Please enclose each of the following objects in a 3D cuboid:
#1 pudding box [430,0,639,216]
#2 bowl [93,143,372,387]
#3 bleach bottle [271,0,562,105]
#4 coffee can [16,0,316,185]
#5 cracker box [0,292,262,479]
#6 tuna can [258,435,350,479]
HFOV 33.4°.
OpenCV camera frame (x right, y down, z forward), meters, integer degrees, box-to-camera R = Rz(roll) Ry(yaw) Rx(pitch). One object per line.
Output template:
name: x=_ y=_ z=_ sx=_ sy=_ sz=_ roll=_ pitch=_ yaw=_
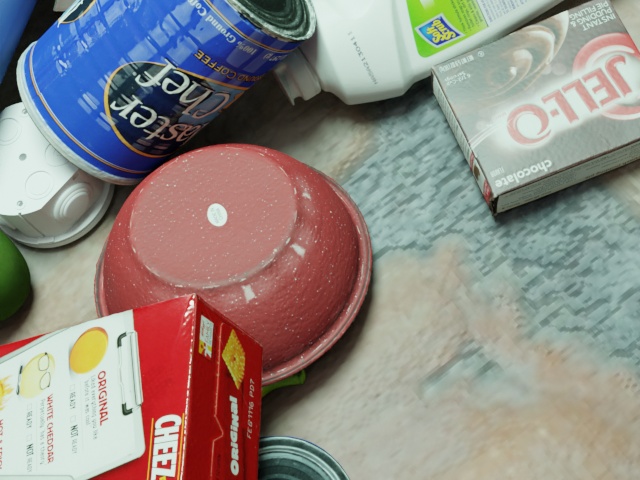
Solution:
pudding box: x=0.131 y=-0.076 z=0.608 sx=0.113 sy=0.039 sz=0.090 roll=-23 pitch=68 yaw=2
bowl: x=-0.054 y=0.001 z=0.588 sx=0.162 sy=0.055 sz=0.162 roll=-4 pitch=56 yaw=6
bleach bottle: x=0.080 y=-0.162 z=0.623 sx=0.251 sy=0.068 sz=0.102 roll=-31 pitch=108 yaw=0
coffee can: x=-0.087 y=-0.111 z=0.599 sx=0.140 sy=0.102 sz=0.103 roll=-36 pitch=64 yaw=28
cracker box: x=-0.134 y=0.133 z=0.520 sx=0.214 sy=0.072 sz=0.164 roll=-16 pitch=56 yaw=26
tuna can: x=-0.023 y=0.142 z=0.541 sx=0.086 sy=0.034 sz=0.086 roll=3 pitch=75 yaw=-11
